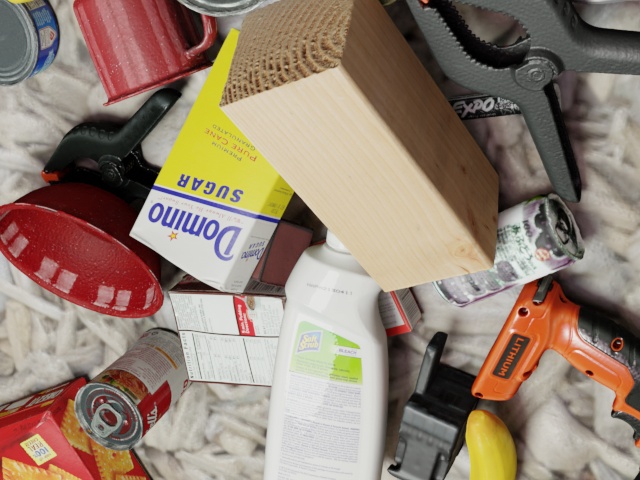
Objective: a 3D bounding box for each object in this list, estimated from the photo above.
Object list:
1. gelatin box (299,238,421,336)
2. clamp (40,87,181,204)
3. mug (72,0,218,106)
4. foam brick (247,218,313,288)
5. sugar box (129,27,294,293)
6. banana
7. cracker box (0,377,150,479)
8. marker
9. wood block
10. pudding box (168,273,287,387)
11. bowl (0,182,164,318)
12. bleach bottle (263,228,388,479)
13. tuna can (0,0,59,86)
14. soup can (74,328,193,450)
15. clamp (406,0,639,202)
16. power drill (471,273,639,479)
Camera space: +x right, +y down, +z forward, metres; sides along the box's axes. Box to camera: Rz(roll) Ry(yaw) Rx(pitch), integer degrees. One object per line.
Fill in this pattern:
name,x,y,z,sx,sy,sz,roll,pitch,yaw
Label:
gelatin box,0.030,0.037,0.856,0.073,0.030,0.089,-18,103,32
clamp,-0.158,-0.056,0.895,0.172,0.039,0.120,-10,111,37
mug,-0.126,-0.157,0.798,0.117,0.093,0.081,-11,104,39
foam brick,-0.056,0.001,0.844,0.078,0.052,0.051,20,92,34
sugar box,-0.063,-0.058,0.795,0.093,0.048,0.176,29,95,23
banana,0.129,0.208,0.871,0.037,0.069,0.198,36,130,35
cracker box,-0.254,0.259,1.075,0.164,0.072,0.213,-21,104,32
marker,0.109,-0.095,0.759,0.121,0.020,0.020,-4,112,27
wood block,0.035,-0.065,0.715,0.091,0.090,0.206,-15,136,30
pudding box,-0.065,0.076,0.895,0.114,0.039,0.090,1,115,25
bowl,-0.197,0.000,0.908,0.162,0.055,0.162,17,149,11
bleach bottle,0.015,0.103,0.832,0.102,0.068,0.251,9,110,3
tuna can,-0.261,-0.174,0.888,0.086,0.033,0.086,11,118,20
soup can,-0.162,0.130,0.949,0.069,0.102,0.068,11,118,20
clamp,0.148,-0.118,0.670,0.209,0.036,0.165,35,136,-20
power drill,0.213,0.120,0.796,0.188,0.057,0.185,25,119,9
